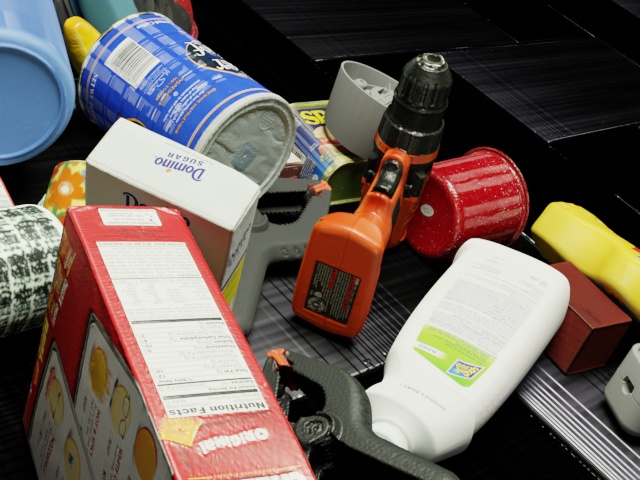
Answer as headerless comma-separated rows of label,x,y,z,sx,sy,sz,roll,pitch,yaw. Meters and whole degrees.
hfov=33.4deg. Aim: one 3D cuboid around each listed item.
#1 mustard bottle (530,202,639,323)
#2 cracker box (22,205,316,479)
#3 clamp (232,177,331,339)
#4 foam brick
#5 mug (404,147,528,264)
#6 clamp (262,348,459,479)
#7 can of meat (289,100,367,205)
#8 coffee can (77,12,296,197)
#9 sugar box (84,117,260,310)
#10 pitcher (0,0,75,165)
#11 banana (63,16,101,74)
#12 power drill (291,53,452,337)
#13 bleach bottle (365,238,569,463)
mustard bottle,0.267,0.036,0.906,0.096,0.058,0.192,33,7,-39
cracker box,-0.082,0.110,0.529,0.072,0.164,0.214,-2,40,-30
clamp,-0.055,0.001,0.822,0.209,0.036,0.165,-19,52,-43
foam brick,0.204,0.063,0.880,0.052,0.051,0.078,-6,42,-37
mug,0.123,-0.019,0.929,0.081,0.093,0.117,-14,84,-37
clamp,0.012,0.124,0.648,0.120,0.039,0.171,-14,41,-4
can of meat,0.014,-0.079,0.965,0.101,0.057,0.084,-11,48,-40
coffee can,-0.102,-0.097,0.813,0.140,0.103,0.102,38,35,29
sugar box,-0.095,0.012,0.650,0.093,0.176,0.048,26,51,5
pitcher,-0.256,-0.155,0.827,0.149,0.145,0.243,-3,35,-23
banana,-0.147,-0.133,0.914,0.197,0.070,0.037,14,21,-46
power drill,0.045,-0.031,0.813,0.057,0.185,0.187,21,41,10
bleach bottle,0.091,0.085,0.768,0.103,0.068,0.250,22,34,24
